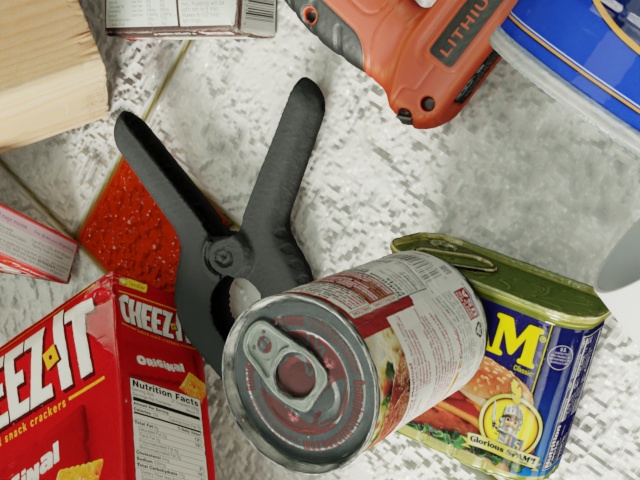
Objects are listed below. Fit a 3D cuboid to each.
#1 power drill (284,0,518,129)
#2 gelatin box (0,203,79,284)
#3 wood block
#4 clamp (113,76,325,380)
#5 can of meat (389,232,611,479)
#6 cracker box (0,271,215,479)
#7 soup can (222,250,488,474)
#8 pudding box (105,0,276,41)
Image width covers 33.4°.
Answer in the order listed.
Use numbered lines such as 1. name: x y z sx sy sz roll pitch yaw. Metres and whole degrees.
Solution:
1. power drill: 0.019 -0.155 0.481 0.188 0.057 0.185 39 107 11
2. gelatin box: -0.198 -0.002 0.622 0.073 0.089 0.030 7 76 29
3. wood block: -0.226 -0.084 0.565 0.206 0.090 0.091 -21 83 -13
4. clamp: -0.054 0.001 0.567 0.120 0.039 0.171 3 96 27
5. can of meat: 0.073 0.052 0.491 0.102 0.057 0.084 21 108 27
6. cracker box: -0.135 0.147 0.562 0.164 0.072 0.214 -31 52 28
7. soup can: 0.018 0.045 0.429 0.069 0.102 0.068 7 103 31
8. pudding box: -0.069 -0.163 0.561 0.090 0.039 0.113 5 96 29
